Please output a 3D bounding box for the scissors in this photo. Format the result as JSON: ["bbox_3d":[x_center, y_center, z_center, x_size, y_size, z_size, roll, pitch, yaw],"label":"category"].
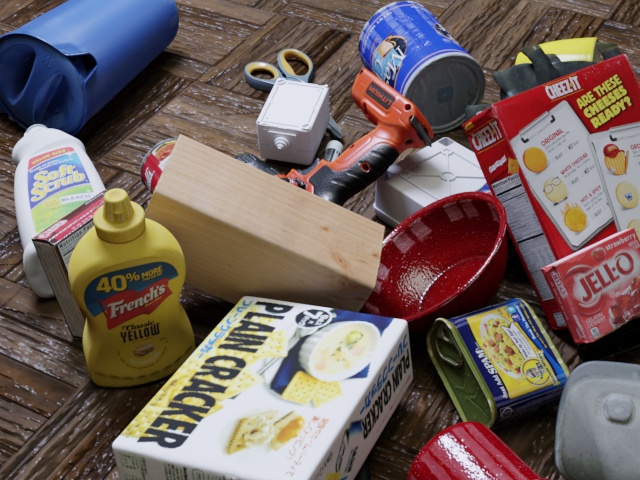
[{"bbox_3d":[-0.037,-0.175,1.289,0.096,0.016,0.202,-8,40,-6],"label":"scissors"}]

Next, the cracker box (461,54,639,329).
[{"bbox_3d":[0.249,-0.045,0.995,0.164,0.072,0.214,-22,87,-24],"label":"cracker box"}]

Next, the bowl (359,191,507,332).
[{"bbox_3d":[0.112,0.031,0.975,0.162,0.055,0.162,-32,28,19],"label":"bowl"}]

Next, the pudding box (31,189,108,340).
[{"bbox_3d":[-0.202,0.024,0.973,0.039,0.113,0.089,11,38,40],"label":"pudding box"}]

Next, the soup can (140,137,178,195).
[{"bbox_3d":[-0.135,-0.051,1.100,0.068,0.068,0.102,-21,45,-23],"label":"soup can"}]

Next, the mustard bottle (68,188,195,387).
[{"bbox_3d":[-0.160,0.037,0.896,0.096,0.192,0.058,-13,41,-14],"label":"mustard bottle"}]

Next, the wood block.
[{"bbox_3d":[-0.056,0.001,0.960,0.206,0.091,0.090,24,40,-8],"label":"wood block"}]

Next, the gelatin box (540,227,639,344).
[{"bbox_3d":[0.244,0.039,0.919,0.089,0.030,0.073,-22,87,-20],"label":"gelatin box"}]

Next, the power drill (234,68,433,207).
[{"bbox_3d":[0.008,-0.084,1.088,0.187,0.057,0.185,-47,51,0],"label":"power drill"}]

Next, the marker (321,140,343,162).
[{"bbox_3d":[0.003,-0.067,1.156,0.020,0.020,0.121,8,41,10],"label":"marker"}]

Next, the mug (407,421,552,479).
[{"bbox_3d":[0.127,0.191,0.800,0.117,0.093,0.082,10,23,-39],"label":"mug"}]

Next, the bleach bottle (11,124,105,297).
[{"bbox_3d":[-0.276,-0.047,1.102,0.102,0.068,0.251,-16,40,-17],"label":"bleach bottle"}]

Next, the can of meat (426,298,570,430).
[{"bbox_3d":[0.151,0.104,0.902,0.083,0.057,0.102,-16,63,-21],"label":"can of meat"}]

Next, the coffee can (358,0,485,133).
[{"bbox_3d":[0.117,-0.205,1.255,0.102,0.103,0.140,-13,41,-15],"label":"coffee can"}]

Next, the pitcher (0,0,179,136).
[{"bbox_3d":[-0.281,-0.230,1.284,0.149,0.145,0.242,25,41,11],"label":"pitcher"}]
